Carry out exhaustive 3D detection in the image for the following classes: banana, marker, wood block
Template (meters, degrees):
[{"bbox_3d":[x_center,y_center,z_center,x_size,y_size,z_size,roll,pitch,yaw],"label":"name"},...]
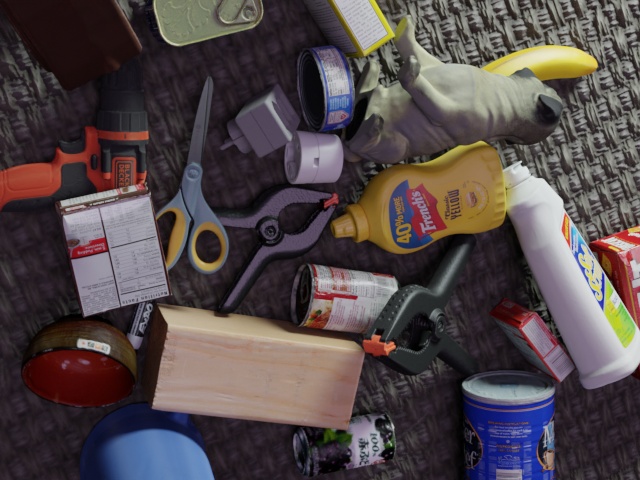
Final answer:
[{"bbox_3d":[0.213,-0.173,1.167,0.197,0.037,0.069,-29,131,-8],"label":"banana"},{"bbox_3d":[-0.185,0.079,1.098,0.020,0.020,0.121,17,94,-19],"label":"marker"},{"bbox_3d":[-0.072,0.131,1.103,0.205,0.091,0.090,10,97,-18],"label":"wood block"}]

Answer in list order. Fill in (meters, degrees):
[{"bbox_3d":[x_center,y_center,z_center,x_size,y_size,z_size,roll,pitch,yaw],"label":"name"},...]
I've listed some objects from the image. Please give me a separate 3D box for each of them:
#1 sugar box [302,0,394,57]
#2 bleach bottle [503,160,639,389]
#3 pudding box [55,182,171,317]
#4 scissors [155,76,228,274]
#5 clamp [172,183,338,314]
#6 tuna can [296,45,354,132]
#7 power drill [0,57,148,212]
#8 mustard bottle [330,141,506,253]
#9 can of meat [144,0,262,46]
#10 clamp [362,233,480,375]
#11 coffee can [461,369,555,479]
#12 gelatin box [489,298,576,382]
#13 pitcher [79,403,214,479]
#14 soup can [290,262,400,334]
[{"bbox_3d":[0.000,-0.266,1.055,0.048,0.093,0.176,-33,107,-10],"label":"sugar box"},{"bbox_3d":[0.266,0.031,1.172,0.068,0.102,0.251,-28,93,32],"label":"bleach bottle"},{"bbox_3d":[-0.197,0.009,1.024,0.090,0.039,0.113,-14,115,-14],"label":"pudding box"},{"bbox_3d":[-0.113,-0.053,1.068,0.096,0.016,0.202,25,94,-12],"label":"scissors"},{"bbox_3d":[-0.057,0.001,1.112,0.171,0.039,0.120,-17,104,-9],"label":"clamp"},{"bbox_3d":[0.005,-0.154,1.079,0.033,0.086,0.086,-11,102,-17],"label":"tuna can"},{"bbox_3d":[-0.259,-0.089,1.026,0.187,0.057,0.184,-1,100,-16],"label":"power drill"},{"bbox_3d":[0.102,-0.038,1.141,0.191,0.058,0.096,-16,117,-14],"label":"mustard bottle"},{"bbox_3d":[-0.116,-0.223,1.032,0.102,0.084,0.057,-17,104,-13],"label":"can of meat"},{"bbox_3d":[0.116,0.096,1.133,0.209,0.036,0.164,-27,114,-50],"label":"clamp"},{"bbox_3d":[0.212,0.228,1.198,0.102,0.103,0.140,-6,101,-16],"label":"coffee can"},{"bbox_3d":[0.239,0.111,1.202,0.030,0.073,0.089,-41,108,-6],"label":"gelatin box"},{"bbox_3d":[-0.162,0.262,1.018,0.145,0.243,0.149,-15,102,-12],"label":"pitcher"},{"bbox_3d":[0.027,0.063,1.133,0.102,0.069,0.068,8,97,-18],"label":"soup can"}]
